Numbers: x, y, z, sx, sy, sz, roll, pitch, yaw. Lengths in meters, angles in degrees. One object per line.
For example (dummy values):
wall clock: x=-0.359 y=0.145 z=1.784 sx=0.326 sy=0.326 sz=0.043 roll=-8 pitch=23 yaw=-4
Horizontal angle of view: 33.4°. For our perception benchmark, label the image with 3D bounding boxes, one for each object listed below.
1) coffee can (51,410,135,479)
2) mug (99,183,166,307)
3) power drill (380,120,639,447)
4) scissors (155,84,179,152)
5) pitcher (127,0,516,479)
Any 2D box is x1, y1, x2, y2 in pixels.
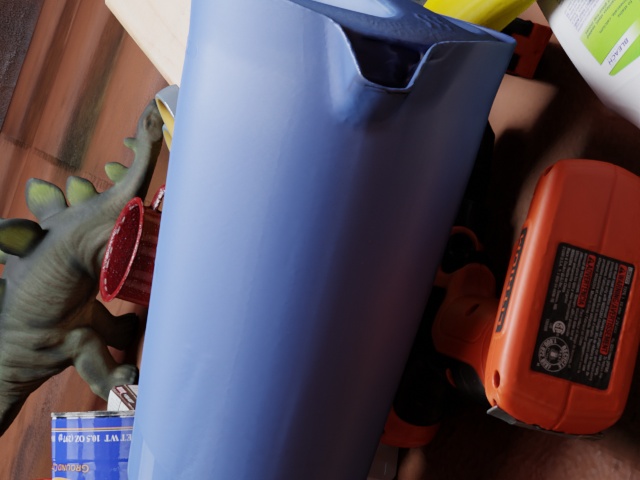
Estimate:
coffee can: x=-0.134 y=0.188 z=0.735 sx=0.103 sy=0.102 sz=0.140 roll=-17 pitch=72 yaw=61
mug: x=-0.131 y=0.008 z=0.917 sx=0.093 sy=0.081 sz=0.117 roll=31 pitch=102 yaw=65
power drill: x=0.078 y=0.012 z=0.492 sx=0.188 sy=0.057 sz=0.184 roll=167 pitch=115 yaw=-73
scissors: x=-0.054 y=0.001 z=0.650 sx=0.202 sy=0.016 sz=0.096 roll=67 pitch=168 yaw=-12
pitcher: x=-0.012 y=0.006 z=0.473 sx=0.145 sy=0.149 sz=0.243 roll=24 pitch=109 yaw=29
